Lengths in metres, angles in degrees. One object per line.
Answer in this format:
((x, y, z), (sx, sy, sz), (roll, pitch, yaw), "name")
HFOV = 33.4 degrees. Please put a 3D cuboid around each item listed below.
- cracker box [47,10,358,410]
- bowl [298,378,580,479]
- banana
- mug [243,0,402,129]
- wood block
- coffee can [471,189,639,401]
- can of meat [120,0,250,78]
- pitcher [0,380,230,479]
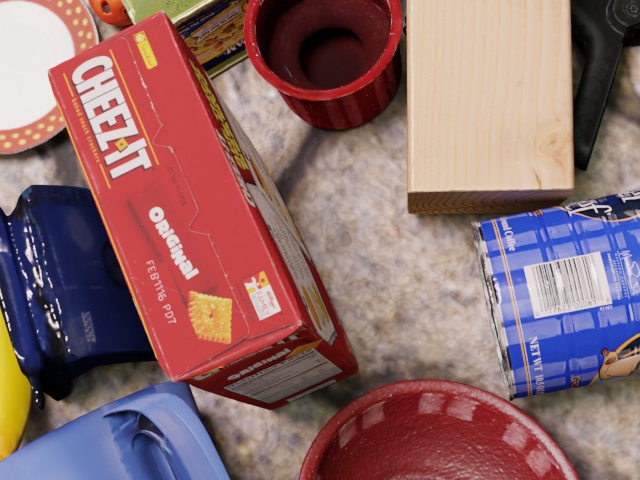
((-0.054, 0.001, 0.570), (0.072, 0.213, 0.164), (-26, 75, 3), "cracker box")
((0.063, 0.159, 0.581), (0.162, 0.055, 0.162), (5, 54, -7), "bowl")
((-0.209, 0.050, 0.657), (0.037, 0.069, 0.198), (-25, 69, 10), "banana")
((0.010, -0.128, 0.656), (0.093, 0.081, 0.117), (12, 80, 11), "mug")
((0.095, -0.123, 0.621), (0.091, 0.090, 0.206), (-1, 84, 5), "wood block")
((0.162, 0.025, 0.587), (0.140, 0.102, 0.103), (-12, 76, 7), "coffee can")
((-0.069, -0.153, 0.673), (0.102, 0.084, 0.057), (-30, 75, 2), "can of meat")
((-0.075, 0.202, 0.570), (0.145, 0.149, 0.243), (-30, 78, 2), "pitcher")
